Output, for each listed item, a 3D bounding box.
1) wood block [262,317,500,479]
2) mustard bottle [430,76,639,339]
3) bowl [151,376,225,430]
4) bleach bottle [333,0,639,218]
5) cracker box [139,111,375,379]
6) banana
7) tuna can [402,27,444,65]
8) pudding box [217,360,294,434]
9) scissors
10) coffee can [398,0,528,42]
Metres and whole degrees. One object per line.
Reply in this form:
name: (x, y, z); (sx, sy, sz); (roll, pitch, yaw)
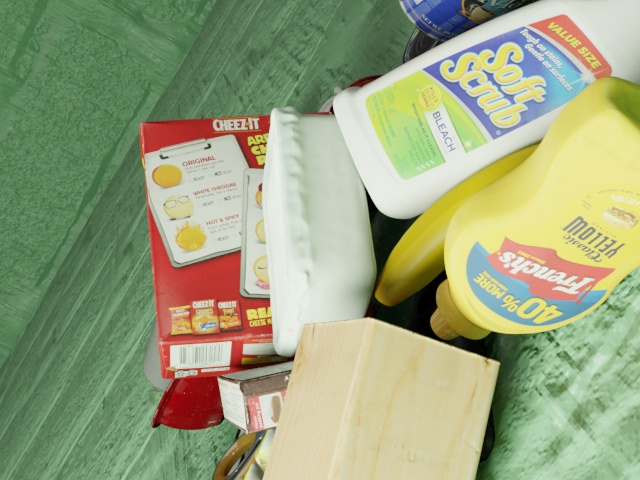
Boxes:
wood block: (0.020, 0.156, 0.594); (0.091, 0.090, 0.206); (-16, 57, 65)
mustard bottle: (0.125, 0.000, 0.586); (0.192, 0.096, 0.058); (-45, 24, 40)
bowl: (-0.095, 0.123, 1.019); (0.162, 0.055, 0.162); (-58, -4, -7)
bleach bottle: (0.133, -0.109, 0.684); (0.251, 0.068, 0.102); (-29, 76, 28)
cracker box: (-0.056, 0.001, 0.860); (0.072, 0.164, 0.214); (100, 163, -54)
banana: (0.110, -0.017, 0.661); (0.198, 0.037, 0.069); (-24, 42, 38)
tuna can: (0.114, -0.189, 1.002); (0.086, 0.033, 0.086); (-52, 20, 27)
pudding box: (-0.020, 0.104, 0.742); (0.114, 0.090, 0.039); (150, 108, -77)
scissors: (-0.027, 0.134, 0.869); (0.201, 0.016, 0.096); (-56, 20, -25)
coffee can: (0.140, -0.238, 0.895); (0.141, 0.102, 0.102); (-25, 40, 62)
